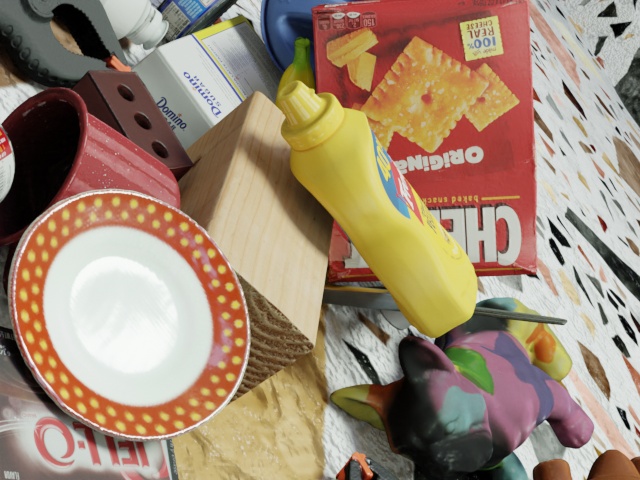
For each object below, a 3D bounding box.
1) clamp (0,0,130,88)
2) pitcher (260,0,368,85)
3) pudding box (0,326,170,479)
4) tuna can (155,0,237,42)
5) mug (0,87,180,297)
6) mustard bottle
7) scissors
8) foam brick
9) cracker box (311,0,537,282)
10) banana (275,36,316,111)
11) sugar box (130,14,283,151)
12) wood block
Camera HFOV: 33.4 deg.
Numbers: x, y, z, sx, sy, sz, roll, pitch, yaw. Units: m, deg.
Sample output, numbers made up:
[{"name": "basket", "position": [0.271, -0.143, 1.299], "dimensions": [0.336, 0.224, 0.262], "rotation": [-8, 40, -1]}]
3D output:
[{"name": "clamp", "position": [-0.190, -0.163, 0.688], "dimensions": [0.171, 0.039, 0.120], "rotation": [32, 67, -45]}, {"name": "pitcher", "position": [0.037, -0.174, 0.974], "dimensions": [0.242, 0.145, 0.149], "rotation": [2, 90, -82]}, {"name": "pudding box", "position": [-0.124, 0.094, 0.504], "dimensions": [0.113, 0.039, 0.090], "rotation": [22, 39, -49]}, {"name": "tuna can", "position": [-0.097, -0.196, 0.874], "dimensions": [0.033, 0.086, 0.086], "rotation": [49, 25, -7]}, {"name": "mug", "position": [-0.134, -0.013, 0.582], "dimensions": [0.081, 0.093, 0.117], "rotation": [34, 61, -45]}, {"name": "mustard bottle", "position": [0.032, -0.028, 0.695], "dimensions": [0.191, 0.058, 0.096], "rotation": [50, 17, -30]}, {"name": "scissors", "position": [0.091, 0.047, 0.792], "dimensions": [0.096, 0.202, 0.016], "rotation": [0, 95, -65]}, {"name": "foam brick", "position": [-0.130, -0.062, 0.682], "dimensions": [0.078, 0.051, 0.052], "rotation": [58, 25, 8]}, {"name": "cracker box", "position": [0.081, -0.078, 0.824], "dimensions": [0.072, 0.164, 0.214], "rotation": [-58, 144, -80]}, {"name": "banana", "position": [-0.020, -0.054, 0.832], "dimensions": [0.069, 0.037, 0.198], "rotation": [57, 31, -78]}, {"name": "sugar box", "position": [-0.081, -0.121, 0.854], "dimensions": [0.093, 0.048, 0.176], "rotation": [54, 27, -6]}, {"name": "wood block", "position": [-0.055, 0.000, 0.686], "dimensions": [0.090, 0.091, 0.206], "rotation": [44, 26, -20]}]
